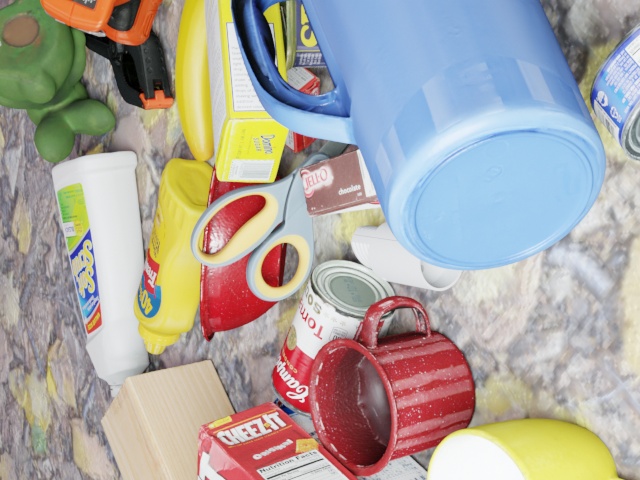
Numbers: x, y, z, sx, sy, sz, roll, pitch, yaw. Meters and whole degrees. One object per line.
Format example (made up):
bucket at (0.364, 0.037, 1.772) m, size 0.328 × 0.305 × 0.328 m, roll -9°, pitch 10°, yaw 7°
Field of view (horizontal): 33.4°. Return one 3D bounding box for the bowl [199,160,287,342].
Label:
bowl at (-0.055, 0.001, 0.838) m, size 0.162 × 0.055 × 0.162 m, roll 8°, pitch -93°, yaw -89°

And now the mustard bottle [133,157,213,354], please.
mustard bottle at (-0.133, 0.027, 0.977) m, size 0.096 × 0.058 × 0.192 m, roll -116°, pitch 36°, yaw -49°

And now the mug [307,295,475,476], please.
mug at (0.051, 0.095, 0.729) m, size 0.093 × 0.081 × 0.117 m, roll 11°, pitch 105°, yaw 52°

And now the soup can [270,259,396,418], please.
soup can at (0.009, 0.074, 0.792) m, size 0.069 × 0.068 × 0.102 m, roll 49°, pitch 131°, yaw 37°

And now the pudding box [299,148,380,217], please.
pudding box at (0.055, -0.044, 0.694) m, size 0.114 × 0.089 × 0.039 m, roll -10°, pitch 89°, yaw 52°

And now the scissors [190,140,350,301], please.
scissors at (0.003, -0.033, 0.753) m, size 0.096 × 0.202 × 0.016 m, roll 57°, pitch 180°, yaw -18°

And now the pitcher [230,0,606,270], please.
pitcher at (0.053, -0.101, 0.580) m, size 0.149 × 0.144 × 0.243 m, roll -48°, pitch 38°, yaw 32°

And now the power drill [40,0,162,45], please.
power drill at (-0.156, -0.245, 0.877) m, size 0.057 × 0.187 × 0.184 m, roll 21°, pitch 106°, yaw 3°

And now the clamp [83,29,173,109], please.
clamp at (-0.190, -0.185, 1.038) m, size 0.171 × 0.039 × 0.120 m, roll 68°, pitch 152°, yaw 23°

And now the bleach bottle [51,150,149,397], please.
bleach bottle at (-0.212, 0.041, 1.086) m, size 0.103 × 0.067 × 0.251 m, roll -8°, pitch 92°, yaw 54°

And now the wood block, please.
wood block at (-0.111, 0.223, 0.957) m, size 0.206 × 0.090 × 0.090 m, roll 61°, pitch 139°, yaw 25°

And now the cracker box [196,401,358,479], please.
cracker box at (-0.008, 0.235, 0.713) m, size 0.214 × 0.071 × 0.164 m, roll 34°, pitch 126°, yaw 46°

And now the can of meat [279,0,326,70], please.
can of meat at (0.012, -0.166, 0.723) m, size 0.057 × 0.083 × 0.102 m, roll -143°, pitch 51°, yaw -74°

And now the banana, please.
banana at (-0.097, -0.166, 0.916) m, size 0.070 × 0.037 × 0.198 m, roll 47°, pitch 131°, yaw 39°

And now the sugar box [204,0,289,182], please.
sugar box at (-0.052, -0.136, 0.718) m, size 0.093 × 0.048 × 0.176 m, roll 116°, pitch 153°, yaw -66°
